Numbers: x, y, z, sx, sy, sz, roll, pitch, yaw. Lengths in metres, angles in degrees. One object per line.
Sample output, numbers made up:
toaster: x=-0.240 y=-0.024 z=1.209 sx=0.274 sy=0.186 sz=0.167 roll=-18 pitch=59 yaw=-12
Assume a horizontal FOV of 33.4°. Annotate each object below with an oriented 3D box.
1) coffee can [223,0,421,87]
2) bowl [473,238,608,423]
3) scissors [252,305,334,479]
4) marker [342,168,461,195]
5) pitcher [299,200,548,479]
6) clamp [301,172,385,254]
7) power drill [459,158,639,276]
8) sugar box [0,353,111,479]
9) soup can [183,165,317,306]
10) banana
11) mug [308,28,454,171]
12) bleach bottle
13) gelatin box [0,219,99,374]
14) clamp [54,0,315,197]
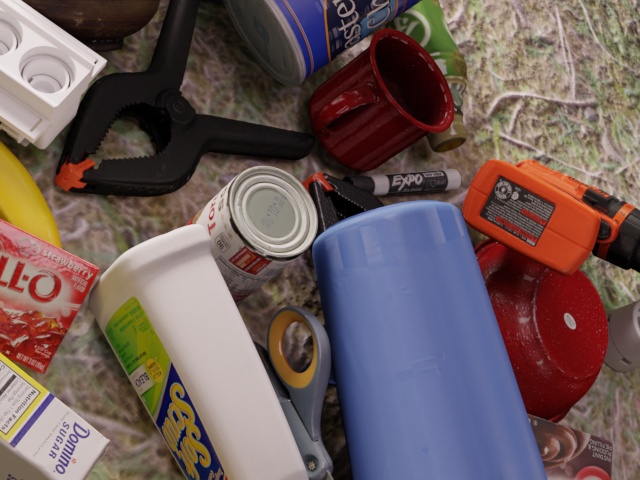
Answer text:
coffee can: x=0.008 y=-0.199 z=0.831 sx=0.140 sy=0.103 sz=0.103 roll=-36 pitch=88 yaw=-13
bowl: x=0.180 y=0.068 z=0.853 sx=0.161 sy=0.055 sz=0.162 roll=13 pitch=68 yaw=-36
scissors: x=0.004 y=0.123 z=0.678 sx=0.202 sy=0.096 sz=0.016 roll=45 pitch=19 yaw=30
marker: x=0.065 y=-0.047 z=0.878 sx=0.120 sy=0.020 sz=0.020 roll=-6 pitch=70 yaw=-35
pitcher: x=0.061 y=0.104 z=0.718 sx=0.148 sy=0.145 sz=0.243 roll=-2 pitch=74 yaw=-42
clamp: x=0.050 y=0.015 z=0.826 sx=0.120 sy=0.039 sz=0.171 roll=-34 pitch=95 yaw=-46
power drill: x=0.206 y=-0.011 z=0.848 sx=0.185 sy=0.057 sz=0.187 roll=29 pitch=14 yaw=26
sugar box: x=-0.207 y=0.082 z=0.587 sx=0.176 sy=0.094 sz=0.048 roll=40 pitch=52 yaw=-11
soup can: x=-0.055 y=0.001 z=0.721 sx=0.068 sy=0.102 sz=0.068 roll=15 pitch=60 yaw=-27
banana: x=-0.238 y=-0.054 z=0.673 sx=0.197 sy=0.037 sz=0.069 roll=34 pitch=58 yaw=-15
mug: x=0.039 y=-0.104 z=0.837 sx=0.117 sy=0.082 sz=0.093 roll=-22 pitch=82 yaw=-52
bleach bottle: x=-0.054 y=0.122 z=0.660 sx=0.067 sy=0.103 sz=0.251 roll=-23 pitch=80 yaw=-36
gelatin box: x=-0.191 y=0.029 z=0.646 sx=0.089 sy=0.030 sz=0.073 roll=29 pitch=82 yaw=-18
clamp: x=-0.113 y=-0.100 z=0.776 sx=0.209 sy=0.036 sz=0.164 roll=-31 pitch=89 yaw=-41
